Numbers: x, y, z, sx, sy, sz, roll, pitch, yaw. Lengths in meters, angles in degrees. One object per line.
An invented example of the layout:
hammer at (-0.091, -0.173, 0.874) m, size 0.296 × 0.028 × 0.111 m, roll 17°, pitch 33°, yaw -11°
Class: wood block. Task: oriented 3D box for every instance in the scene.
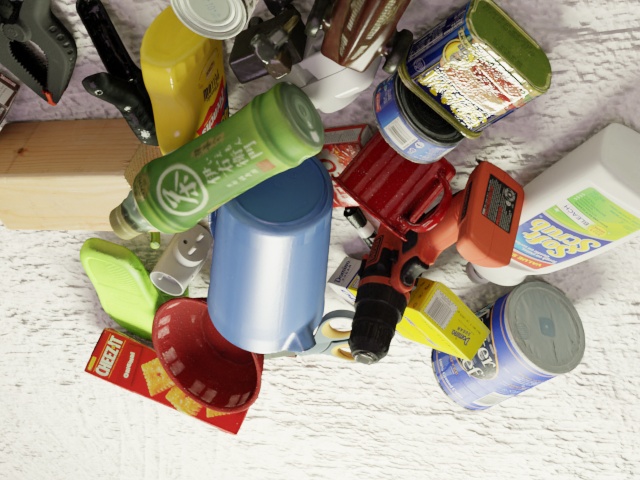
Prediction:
wood block at (-0.261, -0.071, 1.160) m, size 0.206 × 0.090 × 0.090 m, roll 1°, pitch 139°, yaw 26°

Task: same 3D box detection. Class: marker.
marker at (0.059, 0.003, 1.151) m, size 0.020 × 0.020 × 0.121 m, roll -9°, pitch 135°, yaw 35°

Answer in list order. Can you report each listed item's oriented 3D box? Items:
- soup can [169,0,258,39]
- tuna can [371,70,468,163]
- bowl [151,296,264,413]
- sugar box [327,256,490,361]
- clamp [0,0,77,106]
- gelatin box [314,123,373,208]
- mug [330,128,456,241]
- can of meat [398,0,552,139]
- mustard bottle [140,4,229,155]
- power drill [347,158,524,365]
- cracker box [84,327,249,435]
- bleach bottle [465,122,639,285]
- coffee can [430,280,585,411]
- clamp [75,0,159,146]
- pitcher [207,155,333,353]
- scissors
soup can at (-0.073, -0.220, 0.860) m, size 0.068 × 0.102 × 0.068 m, roll 14°, pitch 143°, yaw 11°
tuna can at (0.089, -0.112, 0.930) m, size 0.086 × 0.086 × 0.034 m, roll 34°, pitch 141°, yaw -17°
bowl at (-0.124, 0.127, 1.287) m, size 0.162 × 0.055 × 0.162 m, roll 18°, pitch 126°, yaw 26°
sugar box at (0.090, 0.071, 1.144) m, size 0.093 × 0.048 × 0.177 m, roll 44°, pitch 162°, yaw -28°
clamp at (-0.302, -0.218, 1.036) m, size 0.165 × 0.036 × 0.210 m, roll 11°, pitch 143°, yaw 14°
gelatin box at (0.028, -0.072, 1.061) m, size 0.073 × 0.030 × 0.089 m, roll -3°, pitch 137°, yaw 31°
mug at (0.076, -0.053, 0.979) m, size 0.093 × 0.081 × 0.117 m, roll 35°, pitch -172°, yaw -44°
can of meat at (0.131, -0.145, 0.892) m, size 0.102 × 0.057 × 0.084 m, roll 37°, pitch 139°, yaw -21°
mustard bottle at (-0.122, -0.128, 1.009) m, size 0.058 × 0.096 × 0.192 m, roll 16°, pitch 144°, yaw 13°
power drill at (0.102, 0.018, 1.006) m, size 0.057 × 0.184 × 0.188 m, roll 32°, pitch 143°, yaw -22°
cracker box at (-0.201, 0.189, 1.440) m, size 0.213 × 0.072 × 0.164 m, roll 24°, pitch 170°, yaw -3°
bleach bottle at (0.224, -0.012, 1.011) m, size 0.102 × 0.068 × 0.251 m, roll 33°, pitch 145°, yaw -11°
coffee can at (0.201, 0.116, 1.154) m, size 0.102 × 0.102 × 0.141 m, roll 32°, pitch 143°, yaw -14°
clamp at (-0.187, -0.155, 1.030) m, size 0.039 × 0.120 × 0.171 m, roll -14°, pitch 154°, yaw 11°
pitcher at (-0.057, 0.001, 1.106) m, size 0.149 × 0.145 × 0.243 m, roll 12°, pitch 149°, yaw 1°
scissors at (-0.019, 0.115, 1.258) m, size 0.202 × 0.016 × 0.096 m, roll -1°, pitch 136°, yaw 21°
